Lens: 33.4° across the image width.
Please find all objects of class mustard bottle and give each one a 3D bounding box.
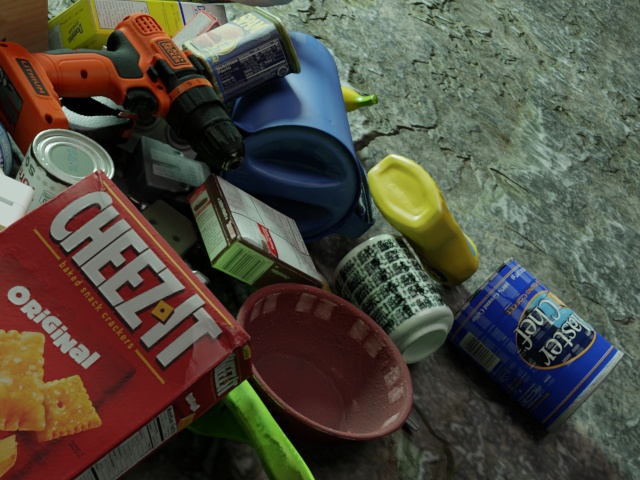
[{"bbox_3d":[0.113,-0.005,1.065,0.096,0.058,0.191,51,2,36],"label":"mustard bottle"}]

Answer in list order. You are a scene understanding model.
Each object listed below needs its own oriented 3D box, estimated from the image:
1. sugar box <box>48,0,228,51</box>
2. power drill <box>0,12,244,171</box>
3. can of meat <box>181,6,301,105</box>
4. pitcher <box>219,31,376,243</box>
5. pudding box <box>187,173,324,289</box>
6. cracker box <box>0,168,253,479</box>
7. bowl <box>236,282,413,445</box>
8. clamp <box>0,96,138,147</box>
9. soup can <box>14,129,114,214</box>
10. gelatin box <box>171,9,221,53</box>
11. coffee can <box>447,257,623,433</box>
[{"bbox_3d":[-0.186,-0.210,1.092,0.175,0.094,0.048,-6,82,-46],"label":"sugar box"},{"bbox_3d":[-0.174,-0.117,0.908,0.187,0.057,0.184,-15,57,-42],"label":"power drill"},{"bbox_3d":[-0.077,-0.175,1.015,0.084,0.057,0.102,-27,27,-9],"label":"can of meat"},{"bbox_3d":[-0.023,-0.109,1.085,0.145,0.149,0.243,-4,35,2],"label":"pitcher"},{"bbox_3d":[-0.056,0.001,0.932,0.113,0.039,0.090,32,23,-43],"label":"pudding box"},{"bbox_3d":[-0.174,0.078,0.668,0.213,0.072,0.164,-37,70,-20],"label":"cracker box"},{"bbox_3d":[-0.006,0.111,0.873,0.162,0.055,0.162,23,35,-17],"label":"bowl"},{"bbox_3d":[-0.247,-0.112,0.931,0.171,0.039,0.120,16,43,-15],"label":"clamp"},{"bbox_3d":[-0.209,-0.028,0.833,0.068,0.102,0.068,23,35,-17],"label":"soup can"},{"bbox_3d":[-0.128,-0.179,1.084,0.030,0.089,0.073,42,-6,31],"label":"gelatin box"},{"bbox_3d":[0.203,0.100,1.025,0.140,0.103,0.102,42,34,13],"label":"coffee can"}]
